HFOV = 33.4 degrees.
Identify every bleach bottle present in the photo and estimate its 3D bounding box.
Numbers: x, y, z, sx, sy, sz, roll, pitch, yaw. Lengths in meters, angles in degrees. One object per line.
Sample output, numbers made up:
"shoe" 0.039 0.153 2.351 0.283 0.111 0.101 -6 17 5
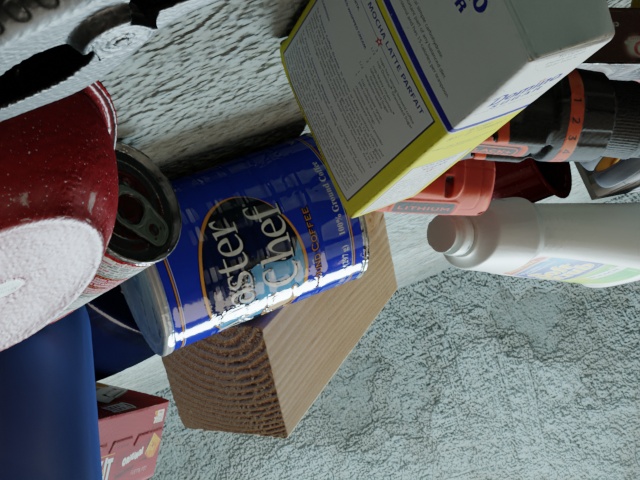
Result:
"bleach bottle" 0.174 0.000 0.849 0.250 0.068 0.103 2 167 -41

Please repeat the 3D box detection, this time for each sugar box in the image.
"sugar box" 0.040 -0.080 0.431 0.048 0.093 0.176 -20 172 -25

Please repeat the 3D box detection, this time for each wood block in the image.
"wood block" -0.026 0.048 0.800 0.090 0.091 0.205 0 -153 28

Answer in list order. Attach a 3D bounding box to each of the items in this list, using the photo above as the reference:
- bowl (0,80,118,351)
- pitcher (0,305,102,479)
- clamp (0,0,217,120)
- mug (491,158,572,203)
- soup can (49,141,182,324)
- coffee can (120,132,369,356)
"bowl" -0.140 0.002 0.429 0.162 0.055 0.162 -32 158 -15
"pitcher" -0.191 0.116 0.584 0.149 0.243 0.145 15 115 -19
"clamp" -0.061 -0.081 0.343 0.172 0.039 0.120 -25 168 29
"mug" 0.144 -0.070 0.881 0.082 0.093 0.117 -22 143 31
"soup can" -0.132 -0.001 0.569 0.102 0.068 0.068 -28 171 36
"coffee can" -0.054 0.001 0.677 0.140 0.103 0.103 -21 172 -19
